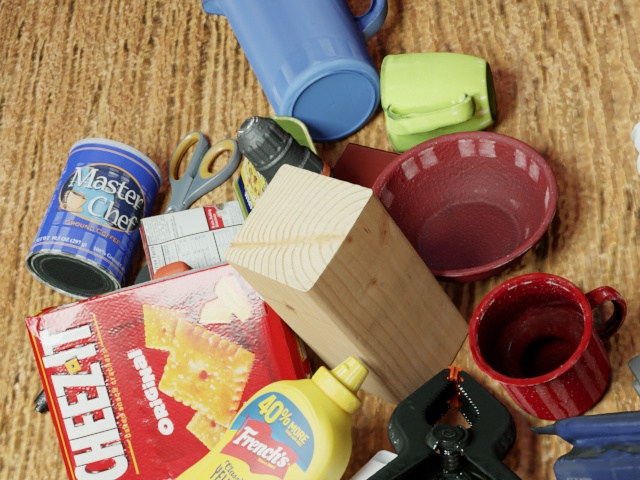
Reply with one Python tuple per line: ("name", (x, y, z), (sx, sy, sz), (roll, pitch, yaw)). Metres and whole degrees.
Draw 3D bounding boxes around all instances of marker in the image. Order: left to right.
("marker", (-0.250, 0.121, 1.076), (0.020, 0.020, 0.121), (18, 69, 39))

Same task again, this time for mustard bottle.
("mustard bottle", (-0.034, 0.162, 0.790), (0.191, 0.058, 0.096), (-48, 47, -3))

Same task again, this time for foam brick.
("foam brick", (0.054, -0.051, 0.991), (0.078, 0.053, 0.051), (18, 69, 38))

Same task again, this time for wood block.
("wood block", (0.027, 0.043, 0.835), (0.091, 0.206, 0.090), (20, 70, 39))

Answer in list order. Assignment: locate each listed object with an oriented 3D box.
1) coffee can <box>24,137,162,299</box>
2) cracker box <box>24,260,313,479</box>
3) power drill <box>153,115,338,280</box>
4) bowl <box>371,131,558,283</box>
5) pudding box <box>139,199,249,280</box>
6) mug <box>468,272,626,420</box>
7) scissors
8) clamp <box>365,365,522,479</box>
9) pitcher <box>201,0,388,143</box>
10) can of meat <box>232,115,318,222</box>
("coffee can", (-0.234, -0.021, 1.111), (0.103, 0.102, 0.140), (-3, 57, 30))
("cracker box", (-0.119, 0.112, 0.890), (0.214, 0.072, 0.164), (-15, 91, 9))
("power drill", (-0.056, 0.001, 0.945), (0.188, 0.184, 0.057), (-39, 28, 13))
("bowl", (0.123, -0.018, 0.911), (0.162, 0.055, 0.162), (-10, 48, 11))
("pudding box", (-0.112, 0.010, 1.031), (0.113, 0.039, 0.090), (-13, 49, -8))
("mug", (0.178, 0.077, 0.803), (0.117, 0.081, 0.093), (-36, 47, 4))
("scissors", (-0.136, -0.036, 1.122), (0.096, 0.016, 0.201), (-10, 54, 26))
("clamp", (0.102, 0.156, 0.762), (0.165, 0.036, 0.209), (4, 25, 16))
("pitcher", (-0.014, -0.221, 1.112), (0.149, 0.144, 0.243), (-52, 43, 32))
("can of meat", (-0.039, -0.057, 1.017), (0.057, 0.084, 0.102), (0, 45, -24))
